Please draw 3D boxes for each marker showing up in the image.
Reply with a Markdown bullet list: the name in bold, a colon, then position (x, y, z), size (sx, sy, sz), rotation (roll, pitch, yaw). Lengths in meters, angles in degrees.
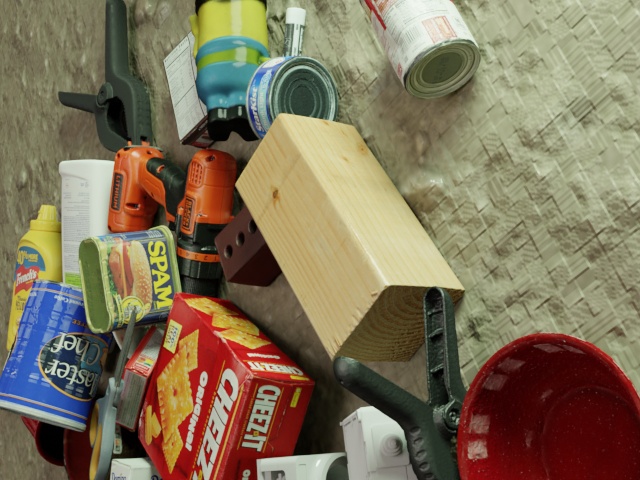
- **marker**: position (-0.029, -0.164, 1.035), size (0.020, 0.020, 0.121), rotation (4, 88, 50)

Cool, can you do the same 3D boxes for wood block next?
- **wood block**: position (0.019, -0.004, 0.903), size (0.091, 0.090, 0.206), rotation (-55, 48, 31)

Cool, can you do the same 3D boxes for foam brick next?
- **foam brick**: position (-0.057, 0.001, 1.020), size (0.078, 0.051, 0.053), rotation (-45, 53, 37)

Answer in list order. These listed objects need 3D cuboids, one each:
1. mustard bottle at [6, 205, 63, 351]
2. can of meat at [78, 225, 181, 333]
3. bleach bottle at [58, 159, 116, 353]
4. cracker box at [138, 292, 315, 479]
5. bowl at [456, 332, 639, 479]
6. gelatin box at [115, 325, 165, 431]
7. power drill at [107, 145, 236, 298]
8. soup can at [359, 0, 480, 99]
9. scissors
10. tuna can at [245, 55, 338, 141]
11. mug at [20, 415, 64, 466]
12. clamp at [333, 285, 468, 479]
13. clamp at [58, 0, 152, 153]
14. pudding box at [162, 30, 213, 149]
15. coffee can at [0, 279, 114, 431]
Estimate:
- **mustard bottle**: position (-0.356, 0.051, 1.362), size (0.096, 0.058, 0.191), rotation (3, 87, 49)
- **can of meat**: position (-0.193, 0.040, 1.077), size (0.058, 0.083, 0.102), rotation (-11, 87, 52)
- **bleach bottle**: position (-0.270, 0.033, 1.262), size (0.103, 0.067, 0.251), rotation (3, 90, 51)
- **cracker box**: position (-0.098, 0.161, 1.002), size (0.214, 0.072, 0.164), rotation (35, 111, 60)
- **bowl**: position (0.171, 0.144, 0.729), size (0.162, 0.055, 0.162), rotation (-9, 78, 49)
- **gelatin box**: position (-0.187, 0.146, 1.128), size (0.073, 0.030, 0.089), rotation (-63, -6, -54)
- **power drill**: position (-0.160, -0.019, 1.143), size (0.188, 0.057, 0.184), rotation (22, 105, 47)
- **soup can**: position (0.080, -0.174, 0.870), size (0.069, 0.068, 0.102), rotation (-47, 53, 35)
- **scissors**: position (-0.213, 0.149, 1.087), size (0.096, 0.016, 0.202), rotation (-137, 58, -65)
- **tuna can**: position (-0.025, -0.125, 0.973), size (0.034, 0.085, 0.086), rotation (5, 89, 48)
- **mug**: position (-0.300, 0.216, 1.263), size (0.082, 0.093, 0.117), rotation (29, 143, 53)
- **clamp**: position (0.078, 0.130, 0.786), size (0.039, 0.120, 0.171), rotation (-23, 89, 60)
- **clamp**: position (-0.245, -0.181, 1.278), size (0.210, 0.036, 0.165), rotation (52, 124, 37)
- **pudding box**: position (-0.122, -0.168, 1.131), size (0.090, 0.039, 0.113), rotation (-37, 57, 41)
- **coffee can**: position (-0.282, 0.124, 1.148), size (0.103, 0.102, 0.140), rotation (-2, 67, 50)
